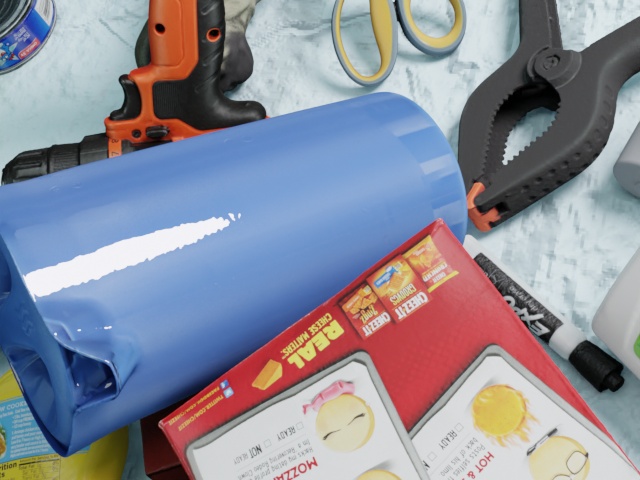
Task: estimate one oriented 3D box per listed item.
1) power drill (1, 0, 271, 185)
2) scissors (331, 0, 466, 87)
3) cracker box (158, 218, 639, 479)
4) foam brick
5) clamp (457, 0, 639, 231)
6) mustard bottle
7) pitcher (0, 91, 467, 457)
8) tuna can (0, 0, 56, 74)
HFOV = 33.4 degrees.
[{"bbox_3d":[-0.116,-0.106,0.643,0.184,0.188,0.057,-7,27,-1],"label":"power drill"},{"bbox_3d":[0.045,-0.199,0.679,0.096,0.016,0.202,0,96,3],"label":"scissors"},{"bbox_3d":[0.052,0.124,0.468,0.164,0.072,0.214,-36,64,2],"label":"cracker box"},{"bbox_3d":[-0.054,0.102,0.589,0.078,0.051,0.053,-18,57,10],"label":"foam brick"},{"bbox_3d":[0.150,-0.096,0.620,0.165,0.036,0.210,14,69,42],"label":"clamp"},{"bbox_3d":[-0.157,0.130,0.607,0.096,0.058,0.191,-14,59,14],"label":"mustard bottle"},{"bbox_3d":[-0.054,0.001,0.559,0.242,0.145,0.149,-20,70,-25],"label":"pitcher"},{"bbox_3d":[-0.248,-0.171,0.819,0.086,0.033,0.086,-9,60,16],"label":"tuna can"}]
